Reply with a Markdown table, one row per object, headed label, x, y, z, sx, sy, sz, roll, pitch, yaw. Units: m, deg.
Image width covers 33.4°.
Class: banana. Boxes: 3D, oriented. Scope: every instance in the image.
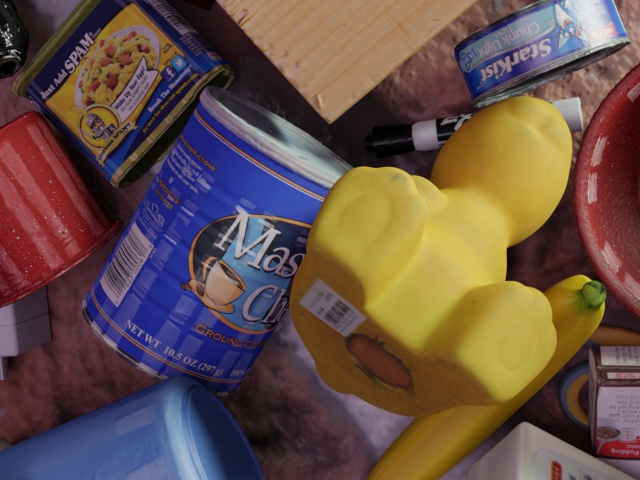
| label | x | y | z | sx | sy | sz | roll | pitch | yaw |
| --- | --- | --- | --- | --- | --- | --- | --- | --- | --- |
| banana | 0.092 | 0.079 | 0.586 | 0.037 | 0.069 | 0.198 | 51 | 121 | 23 |

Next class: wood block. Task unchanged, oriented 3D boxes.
| label | x | y | z | sx | sy | sz | roll | pitch | yaw |
| --- | --- | --- | --- | --- | --- | --- | --- | --- | --- |
| wood block | 0.051 | -0.168 | 0.544 | 0.206 | 0.090 | 0.090 | -39 | 111 | 14 |

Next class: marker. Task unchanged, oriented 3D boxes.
| label | x | y | z | sx | sy | sz | roll | pitch | yaw |
| --- | --- | --- | --- | --- | --- | --- | --- | --- | --- |
| marker | 0.084 | -0.062 | 0.598 | 0.121 | 0.020 | 0.020 | -7 | 94 | 13 |

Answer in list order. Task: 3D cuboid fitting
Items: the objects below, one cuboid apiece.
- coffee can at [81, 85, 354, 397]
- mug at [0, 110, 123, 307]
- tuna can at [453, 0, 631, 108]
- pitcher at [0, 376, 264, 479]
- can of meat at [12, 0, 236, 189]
| label | x | y | z | sx | sy | sz | roll | pitch | yaw |
| --- | --- | --- | --- | --- | --- | --- | --- | --- | --- |
| coffee can | -0.054 | 0.001 | 0.592 | 0.103 | 0.102 | 0.140 | 34 | 102 | 7 |
| mug | -0.173 | -0.022 | 0.611 | 0.093 | 0.117 | 0.081 | -31 | 105 | 1 |
| tuna can | 0.113 | -0.100 | 0.553 | 0.086 | 0.086 | 0.034 | -22 | 89 | 14 |
| pitcher | -0.153 | 0.162 | 0.532 | 0.243 | 0.149 | 0.145 | -27 | 103 | 8 |
| can of meat | -0.112 | -0.093 | 0.620 | 0.084 | 0.057 | 0.102 | 45 | 104 | 2 |
